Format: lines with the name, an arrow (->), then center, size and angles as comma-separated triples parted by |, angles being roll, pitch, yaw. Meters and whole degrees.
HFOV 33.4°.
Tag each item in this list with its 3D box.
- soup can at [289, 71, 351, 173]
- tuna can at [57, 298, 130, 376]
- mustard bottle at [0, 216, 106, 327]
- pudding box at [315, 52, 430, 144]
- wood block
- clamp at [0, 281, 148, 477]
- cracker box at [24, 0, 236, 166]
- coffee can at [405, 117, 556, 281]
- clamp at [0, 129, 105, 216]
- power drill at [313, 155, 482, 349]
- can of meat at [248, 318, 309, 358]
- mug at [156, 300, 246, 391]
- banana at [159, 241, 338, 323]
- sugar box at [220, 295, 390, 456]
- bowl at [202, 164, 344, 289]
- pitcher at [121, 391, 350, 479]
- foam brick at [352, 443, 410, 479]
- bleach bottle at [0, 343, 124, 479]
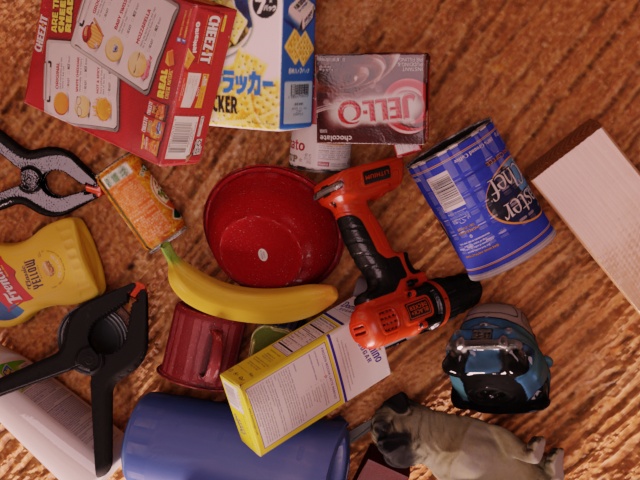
soup can -> 0.004, -0.127, 1.137 | 0.068, 0.068, 0.102 | 7, 102, 5
tuna can -> -0.257, 0.111, 1.230 | 0.086, 0.033, 0.086 | 1, 101, 6
mustard bottle -> -0.347, 0.046, 1.215 | 0.192, 0.058, 0.096 | -19, 93, 10
pudding box -> 0.052, -0.143, 1.068 | 0.113, 0.039, 0.090 | 2, 103, 14
wood block -> 0.315, -0.017, 1.112 | 0.091, 0.090, 0.206 | -39, 95, 12
clamp -> -0.247, 0.143, 1.176 | 0.164, 0.036, 0.210 | 39, 80, 2
cracker box -> -0.200, -0.188, 1.099 | 0.214, 0.071, 0.164 | 25, 109, 31
coffee can -> 0.168, -0.043, 1.117 | 0.103, 0.102, 0.140 | -30, 96, 11
clamp -> -0.328, -0.080, 1.199 | 0.171, 0.039, 0.120 | 1, 105, 0
power drill -> 0.082, 0.008, 1.127 | 0.057, 0.184, 0.188 | -28, 82, 48
can of meat -> -0.050, 0.131, 1.185 | 0.057, 0.084, 0.102 | 10, 102, 4
mug -> -0.127, 0.117, 1.178 | 0.093, 0.117, 0.081 | 11, 97, -15
banana -> -0.081, 0.057, 1.131 | 0.198, 0.037, 0.070 | 13, 131, 7
sugar box -> -0.013, 0.140, 1.124 | 0.176, 0.048, 0.093 | -29, 122, -26
bowl -> -0.058, 0.001, 1.150 | 0.162, 0.055, 0.162 | 7, 121, 11
pitcher -> -0.094, 0.250, 1.175 | 0.243, 0.149, 0.145 | 10, 92, 13
foam brick -> 0.063, 0.282, 1.218 | 0.053, 0.051, 0.078 | 26, 102, 2
bleach bottle -> -0.334, 0.183, 1.230 | 0.251, 0.102, 0.068 | 41, 106, 4
